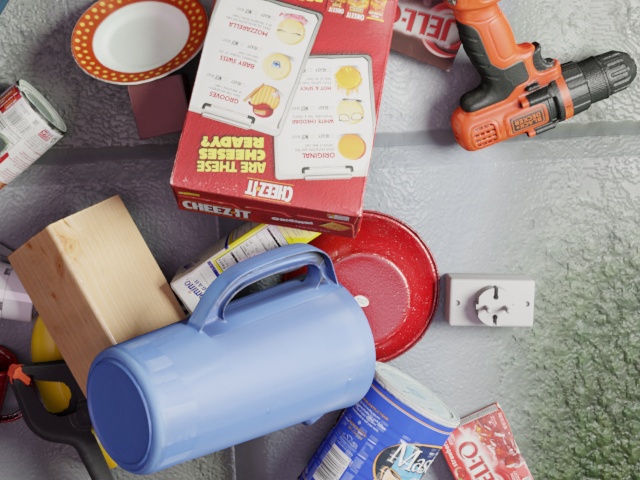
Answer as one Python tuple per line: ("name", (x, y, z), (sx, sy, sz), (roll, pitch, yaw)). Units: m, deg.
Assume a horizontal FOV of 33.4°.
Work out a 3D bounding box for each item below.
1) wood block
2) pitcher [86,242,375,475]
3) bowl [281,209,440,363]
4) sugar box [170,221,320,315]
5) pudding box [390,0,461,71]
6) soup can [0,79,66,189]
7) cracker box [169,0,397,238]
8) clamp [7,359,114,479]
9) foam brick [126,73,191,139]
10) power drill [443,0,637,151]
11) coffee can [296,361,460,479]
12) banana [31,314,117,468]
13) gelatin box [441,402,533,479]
("wood block", (-0.193, 0.076, 1.003), (0.090, 0.090, 0.206), (-28, 92, 45))
("pitcher", (-0.077, 0.106, 0.934), (0.145, 0.242, 0.149), (-36, 74, 45))
("bowl", (0.040, 0.053, 1.048), (0.162, 0.055, 0.162), (0, 98, 0))
("sugar box", (-0.057, 0.001, 1.020), (0.176, 0.093, 0.048), (-36, 99, 5))
("pudding box", (0.088, -0.222, 1.004), (0.113, 0.039, 0.090), (21, 118, -2))
("soup can", (-0.301, -0.096, 1.014), (0.102, 0.068, 0.068), (-40, 97, 4))
("cracker box", (-0.029, -0.121, 0.942), (0.164, 0.072, 0.213), (9, 71, 2))
("clamp", (-0.231, 0.178, 1.034), (0.171, 0.039, 0.120), (27, 70, -23))
("foam brick", (-0.148, -0.127, 1.007), (0.051, 0.078, 0.053), (-11, 98, -1))
("power drill", (0.194, -0.184, 0.978), (0.184, 0.057, 0.187), (-23, 126, 1))
("coffee can", (0.056, 0.205, 1.046), (0.103, 0.103, 0.140), (32, 97, -5))
("banana", (-0.249, 0.138, 1.065), (0.069, 0.037, 0.198), (-8, 98, 0))
("gelatin box", (0.166, 0.221, 1.086), (0.073, 0.030, 0.089), (-24, 98, 3))
